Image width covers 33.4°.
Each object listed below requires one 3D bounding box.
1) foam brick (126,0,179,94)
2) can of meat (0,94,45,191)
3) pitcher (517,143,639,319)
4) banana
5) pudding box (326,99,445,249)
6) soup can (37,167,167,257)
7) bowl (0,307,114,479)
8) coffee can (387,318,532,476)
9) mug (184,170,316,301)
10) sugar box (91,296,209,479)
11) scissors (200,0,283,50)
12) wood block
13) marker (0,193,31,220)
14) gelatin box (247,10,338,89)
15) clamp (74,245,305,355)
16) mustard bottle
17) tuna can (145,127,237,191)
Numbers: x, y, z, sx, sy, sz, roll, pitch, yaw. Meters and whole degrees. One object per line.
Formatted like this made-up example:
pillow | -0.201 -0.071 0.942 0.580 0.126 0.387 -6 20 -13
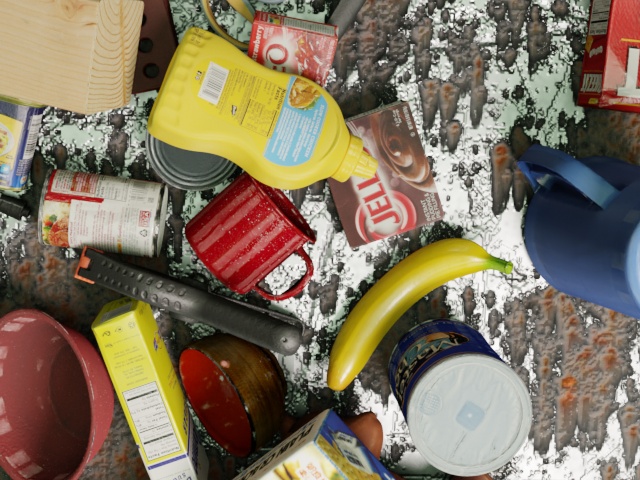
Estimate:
foam brick | -0.149 -0.168 0.920 0.053 0.051 0.078 -14 99 -1
can of meat | -0.295 -0.094 0.922 0.102 0.057 0.084 15 99 -4
pitcher | 0.252 -0.005 0.867 0.149 0.243 0.145 -1 96 -4
banana | 0.075 0.055 0.960 0.198 0.070 0.037 -37 131 9
pudding box | 0.051 -0.059 0.952 0.090 0.039 0.113 -19 98 1
soup can | -0.188 -0.023 0.931 0.102 0.068 0.068 7 98 -4
bowl | -0.232 0.136 0.936 0.162 0.055 0.162 4 96 38
coffee can | 0.117 0.132 0.932 0.102 0.140 0.103 0 98 -3
mug | -0.056 0.001 0.929 0.081 0.093 0.117 -41 85 8
sugar box | -0.147 0.139 0.945 0.048 0.093 0.176 -22 100 0
scissors | -0.101 -0.257 0.917 0.096 0.016 0.201 -32 99 23
wood block | -0.260 -0.172 0.867 0.206 0.090 0.091 14 105 10
marker | -0.316 -0.046 0.946 0.121 0.020 0.020 21 97 -6
gelatin box | -0.029 -0.148 0.923 0.073 0.030 0.089 10 124 -6
clamp | -0.105 0.053 0.917 0.210 0.164 0.036 19 87 8
mustard bottle | -0.040 -0.096 0.886 0.191 0.058 0.096 23 68 -13
tuna can | -0.110 -0.088 0.943 0.086 0.034 0.086 0 98 -3
